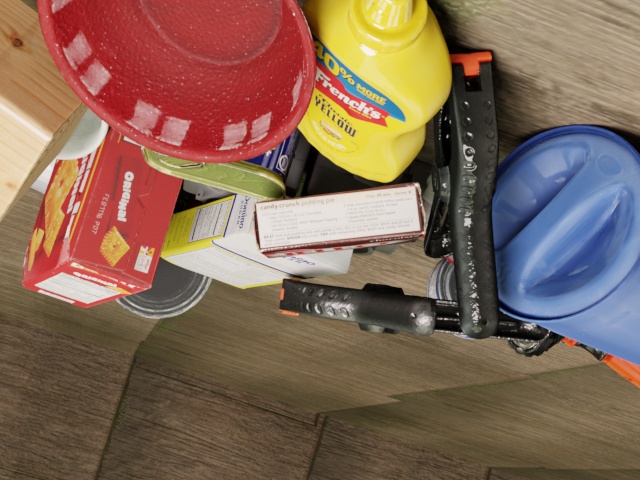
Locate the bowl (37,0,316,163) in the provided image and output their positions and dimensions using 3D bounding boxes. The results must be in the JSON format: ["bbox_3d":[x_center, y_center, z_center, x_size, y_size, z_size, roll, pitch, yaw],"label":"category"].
[{"bbox_3d":[-0.072,-0.122,0.593,0.162,0.055,0.162,12,135,12],"label":"bowl"}]

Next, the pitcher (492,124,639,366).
[{"bbox_3d":[0.232,0.021,0.746,0.242,0.145,0.149,25,-176,-43],"label":"pitcher"}]

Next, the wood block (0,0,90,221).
[{"bbox_3d":[-0.244,-0.118,0.638,0.206,0.090,0.090,36,129,-10],"label":"wood block"}]

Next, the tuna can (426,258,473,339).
[{"bbox_3d":[0.144,0.047,0.991,0.086,0.086,0.034,18,163,-6],"label":"tuna can"}]

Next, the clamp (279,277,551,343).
[{"bbox_3d":[0.056,0.052,0.802,0.164,0.036,0.210,10,176,-42],"label":"clamp"}]

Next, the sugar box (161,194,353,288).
[{"bbox_3d":[-0.055,0.001,0.873,0.093,0.048,0.177,22,161,-28],"label":"sugar box"}]

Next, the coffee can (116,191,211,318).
[{"bbox_3d":[-0.161,0.008,1.046,0.102,0.103,0.140,20,-171,-14],"label":"coffee can"}]

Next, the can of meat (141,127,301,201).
[{"bbox_3d":[-0.062,-0.083,0.740,0.102,0.084,0.057,15,165,4],"label":"can of meat"}]

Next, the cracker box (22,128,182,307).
[{"bbox_3d":[-0.173,-0.039,0.863,0.072,0.164,0.214,20,165,-21],"label":"cracker box"}]

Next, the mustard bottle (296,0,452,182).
[{"bbox_3d":[0.028,-0.100,0.616,0.096,0.058,0.192,43,165,6],"label":"mustard bottle"}]

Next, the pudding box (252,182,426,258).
[{"bbox_3d":[0.012,-0.012,0.732,0.113,0.039,0.090,-8,177,1],"label":"pudding box"}]

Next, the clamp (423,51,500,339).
[{"bbox_3d":[0.087,-0.036,0.673,0.039,0.171,0.120,-5,-161,-13],"label":"clamp"}]
